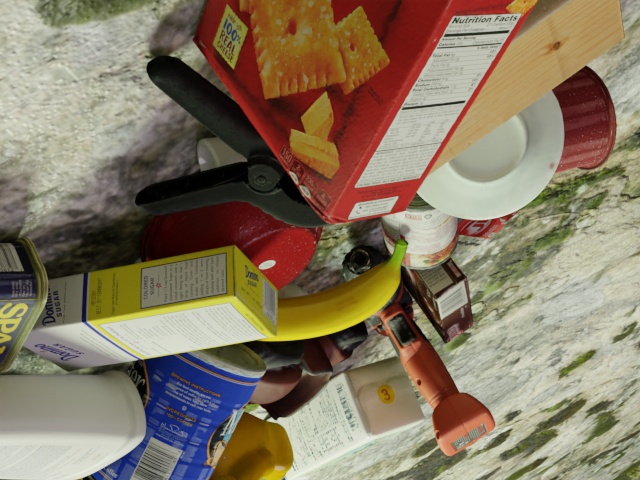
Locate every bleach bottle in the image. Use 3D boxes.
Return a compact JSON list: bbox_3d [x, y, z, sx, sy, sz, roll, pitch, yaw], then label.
[{"bbox_3d":[-0.241,0.130,0.754,0.103,0.068,0.250,-33,155,21],"label":"bleach bottle"}]

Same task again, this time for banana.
[{"bbox_3d":[-0.014,0.053,0.915,0.198,0.037,0.069,-17,108,1],"label":"banana"}]

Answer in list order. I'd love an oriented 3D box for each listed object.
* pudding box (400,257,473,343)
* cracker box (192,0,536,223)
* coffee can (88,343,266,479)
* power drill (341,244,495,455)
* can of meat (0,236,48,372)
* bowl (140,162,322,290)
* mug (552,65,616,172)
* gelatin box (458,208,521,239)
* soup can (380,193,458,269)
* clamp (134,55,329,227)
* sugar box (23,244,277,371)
[{"bbox_3d":[0.104,0.036,1.014,0.039,0.090,0.113,-31,151,-7],"label":"pudding box"},{"bbox_3d":[0.022,-0.139,0.573,0.071,0.164,0.214,-13,146,-37],"label":"cracker box"},{"bbox_3d":[-0.121,0.145,0.890,0.102,0.103,0.140,20,98,-56],"label":"coffee can"},{"bbox_3d":[0.088,0.100,0.994,0.057,0.188,0.184,-31,155,3],"label":"power drill"},{"bbox_3d":[-0.242,0.045,0.709,0.083,0.057,0.102,0,138,-42],"label":"can of meat"},{"bbox_3d":[-0.055,0.001,0.831,0.162,0.055,0.162,-25,151,-15],"label":"bowl"},{"bbox_3d":[0.182,-0.090,0.900,0.081,0.093,0.117,-15,158,-22],"label":"mug"},{"bbox_3d":[0.164,-0.041,1.015,0.073,0.030,0.089,6,133,-50],"label":"gelatin box"},{"bbox_3d":[0.084,-0.028,0.914,0.068,0.068,0.102,-28,151,-9],"label":"soup can"},{"bbox_3d":[-0.039,-0.058,0.682,0.171,0.039,0.120,5,136,4],"label":"clamp"},{"bbox_3d":[-0.127,0.052,0.776,0.176,0.048,0.093,-8,155,15],"label":"sugar box"}]
